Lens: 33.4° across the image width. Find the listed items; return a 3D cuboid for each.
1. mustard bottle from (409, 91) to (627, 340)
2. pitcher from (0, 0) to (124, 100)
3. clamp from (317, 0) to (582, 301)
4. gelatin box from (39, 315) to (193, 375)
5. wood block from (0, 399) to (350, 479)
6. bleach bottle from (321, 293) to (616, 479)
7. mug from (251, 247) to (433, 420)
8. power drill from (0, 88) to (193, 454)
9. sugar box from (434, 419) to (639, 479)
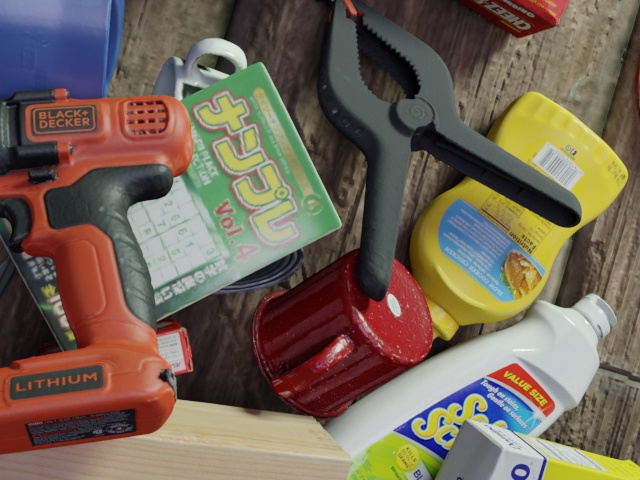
[{"bbox_3d":[0.118,-0.002,0.733,0.096,0.058,0.191,40,83,-5],"label":"mustard bottle"},{"bbox_3d":[-0.236,-0.128,0.612,0.242,0.145,0.149,5,79,-11],"label":"pitcher"},{"bbox_3d":[0.067,-0.071,0.689,0.164,0.036,0.210,-12,67,-23],"label":"clamp"},{"bbox_3d":[-0.129,0.072,0.666,0.089,0.073,0.030,-13,96,-13],"label":"gelatin box"},{"bbox_3d":[-0.099,0.140,0.597,0.205,0.090,0.091,10,94,-17],"label":"wood block"},{"bbox_3d":[0.097,0.113,0.732,0.250,0.068,0.102,-35,104,-12],"label":"bleach bottle"},{"bbox_3d":[0.011,0.060,0.668,0.093,0.082,0.117,56,35,0],"label":"mug"},{"bbox_3d":[-0.149,0.009,0.537,0.184,0.057,0.187,-6,64,-8],"label":"power drill"},{"bbox_3d":[0.149,0.184,0.718,0.175,0.048,0.093,18,100,-38],"label":"sugar box"}]
